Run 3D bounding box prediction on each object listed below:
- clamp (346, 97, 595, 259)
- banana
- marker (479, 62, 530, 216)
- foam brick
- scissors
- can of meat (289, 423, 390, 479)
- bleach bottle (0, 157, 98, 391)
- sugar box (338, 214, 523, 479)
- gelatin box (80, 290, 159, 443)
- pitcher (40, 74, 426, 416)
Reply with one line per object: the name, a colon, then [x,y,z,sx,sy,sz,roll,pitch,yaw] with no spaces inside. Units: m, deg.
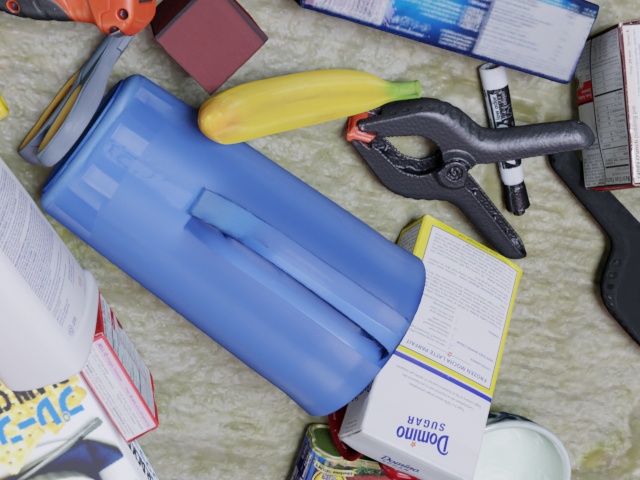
clamp: [0.106,-0.063,0.764,0.171,0.039,0.120,25,117,-15]
banana: [-0.019,-0.091,0.696,0.197,0.070,0.037,-20,97,-45]
marker: [0.138,-0.073,0.792,0.020,0.020,0.121,-18,115,-5]
foam brick: [-0.074,-0.137,0.684,0.051,0.078,0.053,-43,113,7]
scissors: [-0.128,-0.121,0.673,0.016,0.096,0.202,35,104,-25]
can of meat: [0.024,0.201,0.860,0.102,0.057,0.084,13,106,-18]
bleach bottle: [-0.215,-0.023,0.638,0.068,0.102,0.251,-16,131,7]
sugar box: [0.082,0.079,0.767,0.093,0.048,0.176,28,63,-14]
gelatin box: [-0.150,0.089,0.762,0.030,0.073,0.089,-27,116,-1]
pitcher: [-0.055,0.001,0.703,0.242,0.145,0.149,36,127,-17]
